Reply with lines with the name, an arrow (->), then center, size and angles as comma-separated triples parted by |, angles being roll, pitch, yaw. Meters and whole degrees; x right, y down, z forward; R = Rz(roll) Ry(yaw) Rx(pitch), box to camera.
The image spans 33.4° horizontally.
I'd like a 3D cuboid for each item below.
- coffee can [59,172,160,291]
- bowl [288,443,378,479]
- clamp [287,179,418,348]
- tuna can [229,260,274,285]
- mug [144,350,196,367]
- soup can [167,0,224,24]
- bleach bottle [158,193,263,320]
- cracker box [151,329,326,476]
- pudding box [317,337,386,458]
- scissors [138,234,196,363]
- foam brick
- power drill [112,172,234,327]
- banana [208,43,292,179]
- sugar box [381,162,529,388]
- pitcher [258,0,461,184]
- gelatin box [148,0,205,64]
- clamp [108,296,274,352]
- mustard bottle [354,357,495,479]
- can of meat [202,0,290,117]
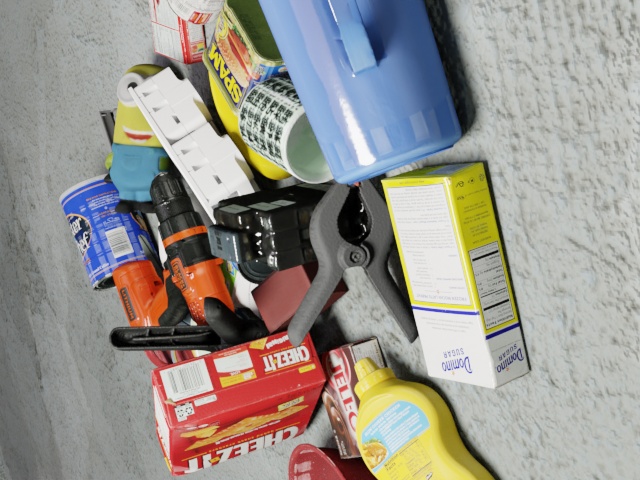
coffee can -> -0.298, -0.012, 1.512 | 0.103, 0.102, 0.140 | -41, 70, 60
bowl -> 0.028, 0.286, 1.146 | 0.162, 0.055, 0.162 | 37, 135, 47
clamp -> 0.039, 0.019, 0.966 | 0.039, 0.120, 0.171 | -145, 63, -74
tuna can -> -0.057, 0.001, 1.112 | 0.034, 0.086, 0.086 | 41, 138, 47
mug -> -0.182, 0.133, 1.382 | 0.093, 0.117, 0.081 | -34, 78, 31
soup can -> -0.112, -0.270, 1.080 | 0.102, 0.068, 0.068 | -33, 76, 61
bleach bottle -> -0.102, 0.033, 1.234 | 0.251, 0.068, 0.102 | 34, 132, 47
cracker box -> -0.090, 0.176, 1.136 | 0.214, 0.164, 0.072 | 105, 147, -64
pudding box -> 0.038, 0.160, 1.077 | 0.090, 0.039, 0.113 | -28, 80, 61
scissors -> -0.163, 0.079, 1.349 | 0.016, 0.096, 0.202 | 120, 137, -75
foam brick -> -0.022, 0.052, 1.085 | 0.078, 0.052, 0.051 | -42, 65, 34
power drill -> -0.179, 0.032, 1.238 | 0.188, 0.057, 0.184 | -34, 74, 55
banana -> -0.073, -0.128, 1.127 | 0.198, 0.037, 0.070 | 55, 129, 28
sugar box -> 0.110, 0.028, 0.874 | 0.093, 0.048, 0.176 | 2, 110, 60
pitcher -> 0.021, -0.172, 0.829 | 0.145, 0.148, 0.243 | -18, 92, 49
gelatin box -> -0.165, -0.247, 1.226 | 0.089, 0.030, 0.073 | 30, 132, 52
clamp -> -0.107, 0.103, 1.135 | 0.165, 0.209, 0.036 | -15, 68, 34
mustard bottle -> 0.085, 0.189, 0.979 | 0.096, 0.058, 0.192 | -47, 60, 28
can of meat -> -0.068, -0.185, 1.061 | 0.102, 0.057, 0.084 | 60, 147, 23
